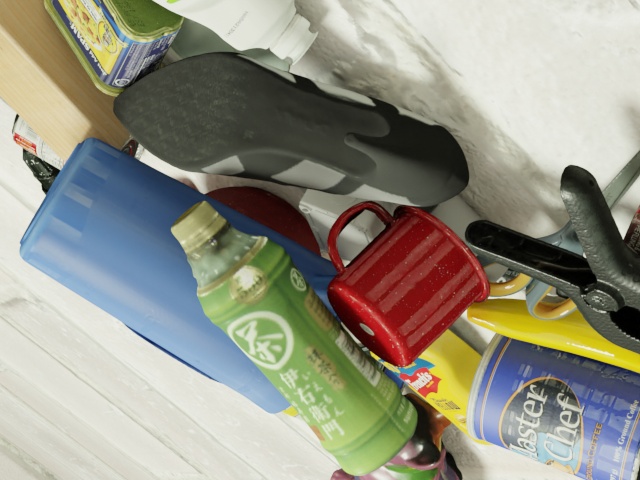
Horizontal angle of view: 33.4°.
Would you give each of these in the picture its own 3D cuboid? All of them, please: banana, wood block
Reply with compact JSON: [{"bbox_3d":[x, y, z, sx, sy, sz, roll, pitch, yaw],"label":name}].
[{"bbox_3d":[0.208,0.073,0.805,0.198,0.037,0.069,15,-177,40],"label":"banana"},{"bbox_3d":[-0.225,-0.167,0.834,0.090,0.090,0.206,0,139,47],"label":"wood block"}]

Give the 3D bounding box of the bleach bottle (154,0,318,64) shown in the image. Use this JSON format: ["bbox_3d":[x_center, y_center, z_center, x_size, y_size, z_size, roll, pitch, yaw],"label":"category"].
[{"bbox_3d":[-0.111,-0.199,0.692,0.250,0.068,0.103,37,155,-13],"label":"bleach bottle"}]

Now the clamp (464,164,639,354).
[{"bbox_3d":[0.184,0.020,0.677,0.171,0.039,0.120,32,157,-2],"label":"clamp"}]

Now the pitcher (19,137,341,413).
[{"bbox_3d":[-0.109,0.030,0.840,0.242,0.149,0.145,31,-176,-15],"label":"pitcher"}]

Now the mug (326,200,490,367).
[{"bbox_3d":[0.052,0.026,0.755,0.117,0.081,0.093,50,163,-10],"label":"mug"}]

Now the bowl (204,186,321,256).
[{"bbox_3d":[-0.056,0.001,0.973,0.162,0.055,0.162,26,153,14],"label":"bowl"}]

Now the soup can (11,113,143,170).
[{"bbox_3d":[-0.223,-0.093,0.983,0.102,0.068,0.068,30,154,7],"label":"soup can"}]

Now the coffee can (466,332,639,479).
[{"bbox_3d":[0.203,0.135,0.862,0.140,0.102,0.103,18,150,28],"label":"coffee can"}]

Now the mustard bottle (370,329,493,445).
[{"bbox_3d":[0.103,0.112,0.982,0.191,0.058,0.096,40,158,-13],"label":"mustard bottle"}]

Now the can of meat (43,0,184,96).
[{"bbox_3d":[-0.147,-0.168,0.762,0.102,0.057,0.084,57,150,4],"label":"can of meat"}]

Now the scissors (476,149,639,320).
[{"bbox_3d":[0.156,-0.006,0.724,0.096,0.016,0.202,6,143,4],"label":"scissors"}]
